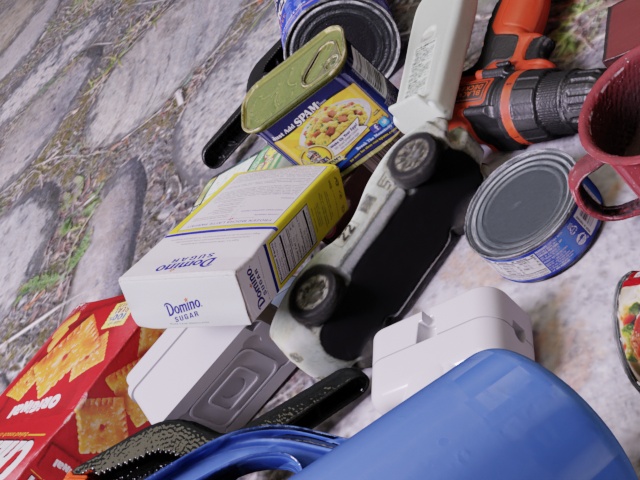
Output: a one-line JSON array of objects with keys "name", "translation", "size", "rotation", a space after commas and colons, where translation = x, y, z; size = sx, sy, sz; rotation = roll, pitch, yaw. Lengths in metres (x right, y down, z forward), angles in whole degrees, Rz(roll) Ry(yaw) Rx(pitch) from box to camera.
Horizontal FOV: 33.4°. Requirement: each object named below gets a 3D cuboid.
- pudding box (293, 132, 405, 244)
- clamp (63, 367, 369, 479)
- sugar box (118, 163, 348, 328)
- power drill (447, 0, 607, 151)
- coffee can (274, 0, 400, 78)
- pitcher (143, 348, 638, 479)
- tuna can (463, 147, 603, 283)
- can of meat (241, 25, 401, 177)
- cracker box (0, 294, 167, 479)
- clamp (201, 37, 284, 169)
[{"name": "pudding box", "translation": [0.017, -0.058, 0.868], "size": [0.113, 0.039, 0.090], "rotation": [-51, 32, -2]}, {"name": "clamp", "translation": [-0.067, 0.152, 0.699], "size": [0.210, 0.036, 0.164], "rotation": [1, 53, 23]}, {"name": "sugar box", "translation": [-0.055, 0.001, 0.751], "size": [0.093, 0.048, 0.176], "rotation": [-4, 27, 27]}, {"name": "power drill", "translation": [0.164, -0.150, 0.769], "size": [0.185, 0.057, 0.187], "rotation": [2, 58, 51]}, {"name": "coffee can", "translation": [0.011, -0.206, 0.970], "size": [0.103, 0.102, 0.140], "rotation": [-36, 35, 20]}, {"name": "pitcher", "translation": [0.007, 0.146, 0.445], "size": [0.242, 0.149, 0.145], "rotation": [-34, 8, -18]}, {"name": "tuna can", "translation": [0.137, -0.016, 0.686], "size": [0.086, 0.033, 0.086], "rotation": [-31, 37, 26]}, {"name": "can of meat", "translation": [0.005, -0.098, 0.807], "size": [0.102, 0.083, 0.057], "rotation": [-34, 37, 25]}, {"name": "cracker box", "translation": [-0.202, 0.138, 0.852], "size": [0.164, 0.072, 0.213], "rotation": [-13, 33, 49]}, {"name": "clamp", "translation": [-0.037, -0.140, 1.021], "size": [0.120, 0.039, 0.171], "rotation": [1, 55, 36]}]
